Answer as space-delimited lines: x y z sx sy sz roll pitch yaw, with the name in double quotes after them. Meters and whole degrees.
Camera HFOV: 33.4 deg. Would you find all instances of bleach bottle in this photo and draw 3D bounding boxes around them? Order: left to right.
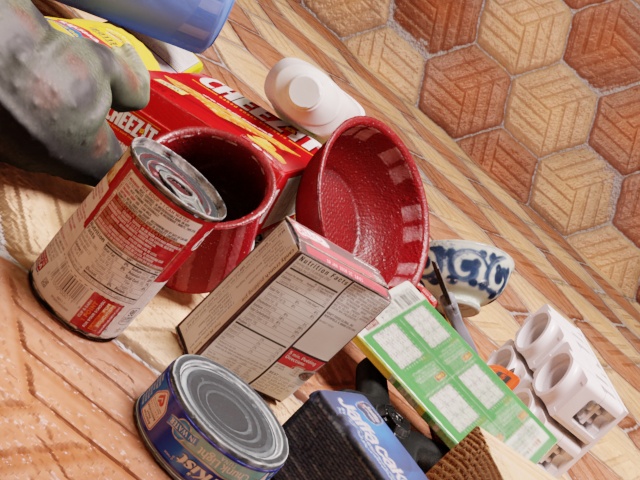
-0.005 -0.134 1.061 0.102 0.068 0.251 34 4 -1 "bleach bottle"

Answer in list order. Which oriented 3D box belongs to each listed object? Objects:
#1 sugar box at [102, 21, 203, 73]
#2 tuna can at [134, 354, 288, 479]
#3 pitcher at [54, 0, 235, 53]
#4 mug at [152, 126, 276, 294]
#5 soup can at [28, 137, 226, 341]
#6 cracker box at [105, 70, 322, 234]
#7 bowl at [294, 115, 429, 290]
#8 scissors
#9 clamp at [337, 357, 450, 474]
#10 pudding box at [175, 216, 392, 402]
-0.181 -0.182 1.083 0.093 0.048 0.176 39 18 -6 "sugar box"
-0.059 0.104 0.594 0.086 0.034 0.086 39 15 -13 "tuna can"
-0.203 -0.269 1.012 0.242 0.145 0.149 22 29 -17 "pitcher"
-0.095 -0.017 0.729 0.117 0.082 0.093 0 50 -16 "mug"
-0.112 0.000 0.618 0.068 0.102 0.068 39 15 -13 "soup can"
-0.086 -0.084 0.946 0.164 0.072 0.213 33 14 7 "cracker box"
0.028 -0.021 0.903 0.161 0.055 0.162 14 72 -51 "bowl"
0.140 0.082 1.091 0.201 0.016 0.096 55 10 -75 "scissors"
0.040 0.131 0.772 0.120 0.039 0.171 45 13 27 "clamp"
-0.024 0.048 0.693 0.089 0.114 0.039 31 22 -38 "pudding box"
